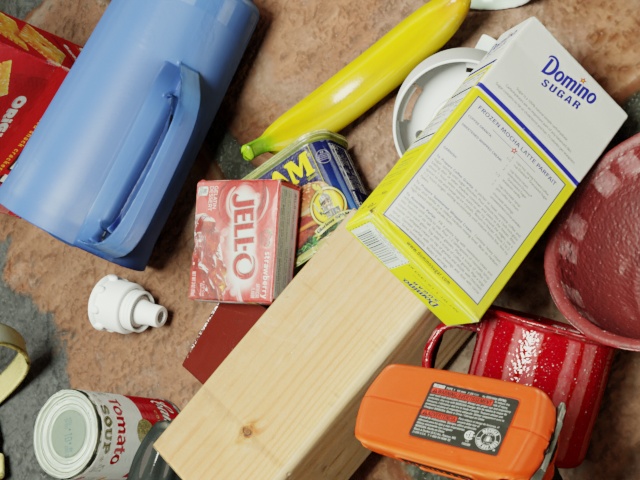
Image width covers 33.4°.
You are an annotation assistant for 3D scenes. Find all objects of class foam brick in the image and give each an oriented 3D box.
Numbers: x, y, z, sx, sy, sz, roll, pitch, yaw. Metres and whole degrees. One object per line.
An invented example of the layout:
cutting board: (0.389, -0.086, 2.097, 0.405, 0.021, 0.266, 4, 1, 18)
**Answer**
foam brick: (-0.055, 0.078, 0.799, 0.051, 0.052, 0.078, 35, 99, 33)

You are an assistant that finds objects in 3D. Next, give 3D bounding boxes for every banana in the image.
banana: (0.031, -0.115, 0.785, 0.198, 0.069, 0.037, -36, 97, 14)

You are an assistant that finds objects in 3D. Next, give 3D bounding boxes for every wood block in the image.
wood block: (0.000, 0.094, 0.714, 0.206, 0.090, 0.091, -49, 58, -1)

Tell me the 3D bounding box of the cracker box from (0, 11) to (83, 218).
cracker box: (-0.296, -0.112, 0.901, 0.164, 0.213, 0.072, -45, 61, 16)

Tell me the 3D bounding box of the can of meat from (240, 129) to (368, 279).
can of meat: (-0.011, -0.018, 0.793, 0.102, 0.057, 0.084, -34, 66, 22)

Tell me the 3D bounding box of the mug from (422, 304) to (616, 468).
mug: (0.120, 0.086, 0.658, 0.117, 0.093, 0.081, 15, 92, 4)

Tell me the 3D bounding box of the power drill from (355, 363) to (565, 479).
power drill: (0.087, 0.148, 0.620, 0.185, 0.187, 0.057, 5, 52, 32)

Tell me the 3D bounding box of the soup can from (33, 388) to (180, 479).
soup can: (-0.160, 0.151, 0.819, 0.069, 0.102, 0.068, -9, 74, 31)

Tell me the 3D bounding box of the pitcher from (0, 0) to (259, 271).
pitcher: (-0.144, -0.103, 0.854, 0.149, 0.145, 0.243, 28, 91, 14)

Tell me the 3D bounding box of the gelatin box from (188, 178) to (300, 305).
gelatin box: (-0.055, 0.001, 0.764, 0.073, 0.030, 0.089, 1, 83, 31)

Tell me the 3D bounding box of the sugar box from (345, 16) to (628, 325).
sugar box: (0.104, -0.043, 0.655, 0.176, 0.093, 0.048, -50, 11, -22)
